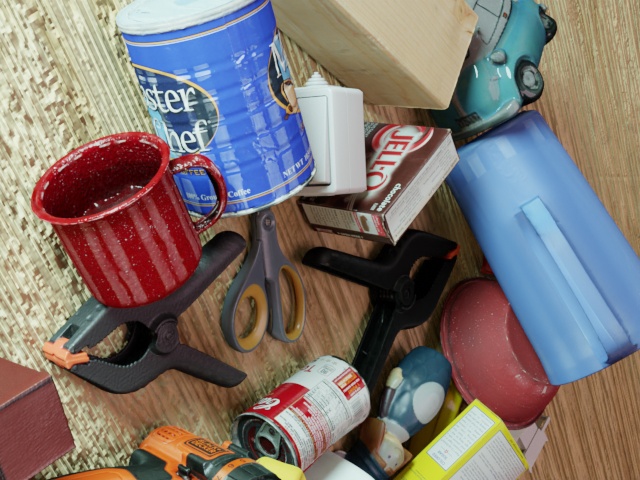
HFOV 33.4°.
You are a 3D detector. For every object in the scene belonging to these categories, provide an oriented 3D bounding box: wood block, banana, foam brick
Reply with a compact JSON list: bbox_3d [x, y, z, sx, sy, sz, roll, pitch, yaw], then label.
[{"bbox_3d":[0.028,-0.191,0.837,0.205,0.090,0.091,32,72,-48],"label":"wood block"},{"bbox_3d":[0.120,0.173,1.058,0.069,0.037,0.198,49,59,-69],"label":"banana"},{"bbox_3d":[-0.195,0.106,0.637,0.052,0.078,0.051,-33,121,-39],"label":"foam brick"}]

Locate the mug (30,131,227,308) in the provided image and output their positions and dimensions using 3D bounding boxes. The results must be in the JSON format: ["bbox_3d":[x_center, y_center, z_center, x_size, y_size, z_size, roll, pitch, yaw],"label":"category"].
[{"bbox_3d":[-0.116,-0.016,0.690,0.117,0.093,0.081,-25,127,-6],"label":"mug"}]

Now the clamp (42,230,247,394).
[{"bbox_3d":[-0.113,0.071,0.758,0.171,0.039,0.120,-22,109,-39],"label":"clamp"}]

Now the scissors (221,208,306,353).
[{"bbox_3d":[-0.055,0.001,0.831,0.096,0.016,0.202,-38,124,-39],"label":"scissors"}]

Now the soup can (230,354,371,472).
[{"bbox_3d":[-0.014,0.145,0.866,0.102,0.069,0.068,-33,120,-42],"label":"soup can"}]

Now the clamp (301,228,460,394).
[{"bbox_3d":[0.059,0.040,0.957,0.209,0.036,0.164,-41,127,-40],"label":"clamp"}]

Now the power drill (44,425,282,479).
[{"bbox_3d":[-0.114,0.175,0.679,0.187,0.185,0.057,-3,99,-40],"label":"power drill"}]

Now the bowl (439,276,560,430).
[{"bbox_3d":[0.195,0.104,1.062,0.161,0.055,0.162,19,58,-34],"label":"bowl"}]

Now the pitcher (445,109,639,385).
[{"bbox_3d":[0.216,0.004,0.992,0.144,0.149,0.243,-29,87,-35],"label":"pitcher"}]

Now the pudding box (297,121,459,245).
[{"bbox_3d":[0.050,-0.050,0.888,0.113,0.090,0.039,-53,133,-29],"label":"pudding box"}]

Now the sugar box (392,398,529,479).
[{"bbox_3d":[0.111,0.241,1.003,0.176,0.048,0.093,-40,131,-6],"label":"sugar box"}]

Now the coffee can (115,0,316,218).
[{"bbox_3d":[-0.068,-0.100,0.729,0.102,0.103,0.140,-39,125,-39],"label":"coffee can"}]
